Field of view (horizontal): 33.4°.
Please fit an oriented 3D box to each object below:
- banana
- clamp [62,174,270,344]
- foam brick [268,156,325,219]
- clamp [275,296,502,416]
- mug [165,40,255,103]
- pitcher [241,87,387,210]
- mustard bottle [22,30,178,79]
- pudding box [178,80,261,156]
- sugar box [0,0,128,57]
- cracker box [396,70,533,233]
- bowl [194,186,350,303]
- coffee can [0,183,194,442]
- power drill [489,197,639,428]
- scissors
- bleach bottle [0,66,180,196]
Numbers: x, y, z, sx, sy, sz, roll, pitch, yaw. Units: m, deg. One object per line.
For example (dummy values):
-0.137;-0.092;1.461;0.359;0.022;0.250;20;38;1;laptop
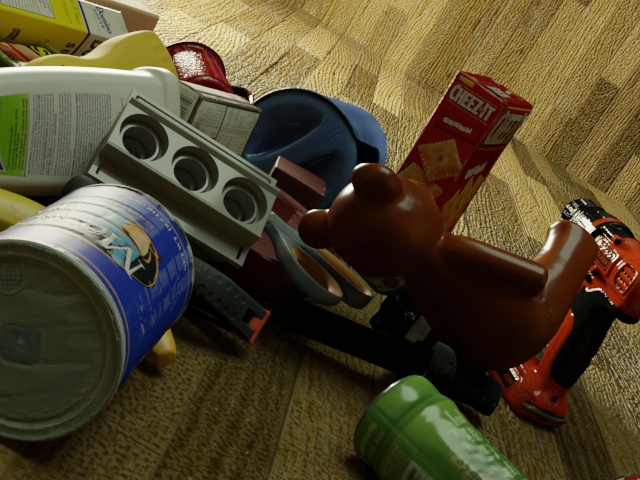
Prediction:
-0.171;0.015;0.687;0.198;0.037;0.069;31;34;0;banana
-0.116;0.015;0.750;0.171;0.039;0.120;40;-10;-17;clamp
-0.035;-0.029;0.979;0.051;0.078;0.053;28;17;-6;foam brick
0.072;0.095;0.834;0.165;0.036;0.209;17;-9;37;clamp
-0.127;-0.154;1.152;0.117;0.093;0.081;6;31;-24;mug
-0.010;-0.097;1.166;0.149;0.145;0.242;46;14;5;pitcher
-0.197;-0.105;0.861;0.058;0.096;0.191;2;21;40;mustard bottle
-0.109;-0.075;0.918;0.039;0.113;0.089;34;15;27;pudding box
-0.270;-0.192;0.999;0.175;0.093;0.048;6;61;-58;sugar box
0.148;-0.081;1.218;0.072;0.214;0.164;36;17;14;cracker box
-0.056;0.001;0.878;0.162;0.055;0.162;33;19;-13;bowl
-0.134;0.033;0.575;0.103;0.103;0.140;32;16;-1;coffee can
0.229;0.064;0.991;0.057;0.188;0.184;24;19;-19;power drill
-0.044;-0.012;0.810;0.202;0.016;0.096;38;15;1;scissors
-0.213;-0.082;0.747;0.068;0.102;0.250;4;3;42;bleach bottle
